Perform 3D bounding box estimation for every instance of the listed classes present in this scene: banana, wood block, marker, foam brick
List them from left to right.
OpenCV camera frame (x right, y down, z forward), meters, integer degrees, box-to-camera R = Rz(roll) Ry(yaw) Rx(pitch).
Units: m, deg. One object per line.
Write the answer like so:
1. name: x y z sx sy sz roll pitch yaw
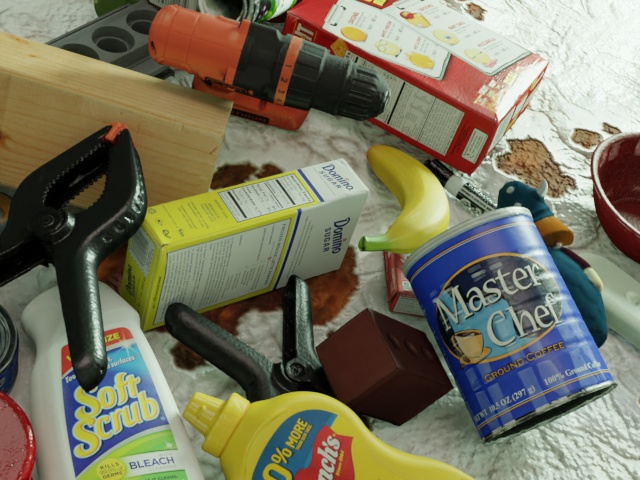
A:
1. wood block: -0.178 -0.083 0.802 0.206 0.091 0.090 16 22 -7
2. foam brick: 0.044 0.089 0.740 0.078 0.051 0.053 25 32 -50
3. banana: 0.070 -0.035 0.863 0.069 0.037 0.197 20 24 -5
4. marker: 0.138 -0.033 0.934 0.121 0.020 0.020 38 48 18

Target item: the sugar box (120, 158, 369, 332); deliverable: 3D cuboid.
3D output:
1. sugar box: -0.055 0.001 0.785 0.175 0.093 0.048 -18 56 -33

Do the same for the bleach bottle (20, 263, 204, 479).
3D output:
1. bleach bottle: -0.143 0.112 0.674 0.102 0.068 0.251 -8 49 -27

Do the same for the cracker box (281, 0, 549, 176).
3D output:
1. cracker box: 0.086 -0.163 0.994 0.214 0.072 0.164 30 38 11

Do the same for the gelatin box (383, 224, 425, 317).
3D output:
1. gelatin box: 0.096 0.027 0.855 0.089 0.030 0.073 9 46 -11

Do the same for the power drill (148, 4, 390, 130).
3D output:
1. power drill: -0.040 -0.131 0.860 0.184 0.187 0.057 19 88 -2

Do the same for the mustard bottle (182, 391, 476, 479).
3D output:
1. mustard bottle: 0.001 0.149 0.664 0.191 0.058 0.096 30 79 2

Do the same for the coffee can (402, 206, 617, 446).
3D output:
1. coffee can: 0.133 0.061 0.761 0.102 0.103 0.140 -13 69 -29

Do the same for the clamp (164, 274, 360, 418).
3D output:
1. clamp: -0.034 0.097 0.739 0.120 0.039 0.171 -8 51 -27

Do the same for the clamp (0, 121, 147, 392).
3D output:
1. clamp: -0.164 0.005 0.683 0.165 0.036 0.209 15 52 24
